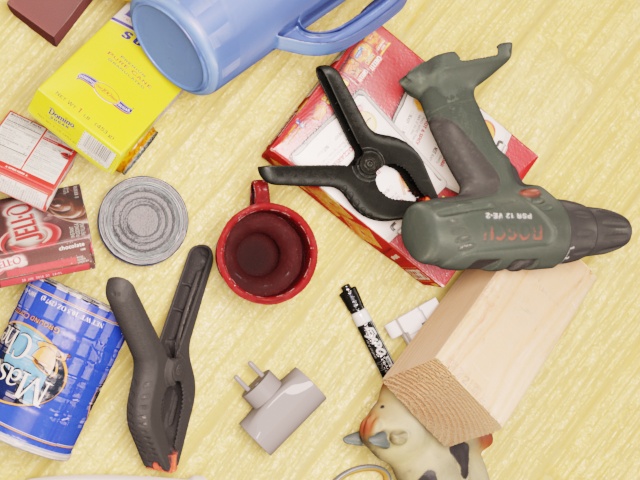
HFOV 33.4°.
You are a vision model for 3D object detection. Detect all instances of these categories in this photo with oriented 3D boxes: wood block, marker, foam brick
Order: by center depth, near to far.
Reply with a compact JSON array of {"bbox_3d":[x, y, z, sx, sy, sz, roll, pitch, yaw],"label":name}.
[{"bbox_3d":[-0.245,-0.229,0.993,0.053,0.051,0.078,38,82,-9],"label":"foam brick"},{"bbox_3d":[0.162,0.083,1.000,0.090,0.091,0.205,46,54,-6],"label":"wood block"},{"bbox_3d":[0.051,0.098,1.056,0.020,0.020,0.121,-28,94,-11],"label":"marker"}]

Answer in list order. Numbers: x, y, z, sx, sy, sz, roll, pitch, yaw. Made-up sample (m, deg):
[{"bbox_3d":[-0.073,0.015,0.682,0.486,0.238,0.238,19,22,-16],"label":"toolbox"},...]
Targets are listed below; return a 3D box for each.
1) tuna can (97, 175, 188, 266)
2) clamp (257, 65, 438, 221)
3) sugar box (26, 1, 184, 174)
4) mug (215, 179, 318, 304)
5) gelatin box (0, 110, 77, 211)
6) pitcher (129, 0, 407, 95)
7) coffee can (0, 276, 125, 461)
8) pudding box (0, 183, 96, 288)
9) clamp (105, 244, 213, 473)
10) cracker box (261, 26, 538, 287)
[{"bbox_3d":[-0.168,-0.018,1.009,0.086,0.034,0.086,0,88,-11],"label":"tuna can"},{"bbox_3d":[0.039,-0.080,0.976,0.171,0.039,0.120,23,90,-16],"label":"clamp"},{"bbox_3d":[-0.174,-0.149,0.967,0.093,0.048,0.176,39,54,-8],"label":"sugar box"},{"bbox_3d":[-0.057,0.001,1.006,0.093,0.081,0.117,-6,89,-11],"label":"mug"},{"bbox_3d":[-0.266,-0.072,0.968,0.073,0.089,0.030,25,123,-10],"label":"gelatin box"},{"bbox_3d":[-0.042,-0.231,0.957,0.242,0.149,0.145,-43,124,-25],"label":"pitcher"},{"bbox_3d":[-0.242,0.112,0.956,0.102,0.103,0.140,26,83,-9],"label":"coffee can"},{"bbox_3d":[-0.252,-0.005,0.953,0.090,0.113,0.039,-11,118,-12],"label":"pudding box"},{"bbox_3d":[-0.148,0.112,0.966,0.036,0.164,0.210,7,96,22],"label":"clamp"},{"bbox_3d":[0.076,-0.082,1.041,0.213,0.072,0.164,38,82,-8],"label":"cracker box"}]
